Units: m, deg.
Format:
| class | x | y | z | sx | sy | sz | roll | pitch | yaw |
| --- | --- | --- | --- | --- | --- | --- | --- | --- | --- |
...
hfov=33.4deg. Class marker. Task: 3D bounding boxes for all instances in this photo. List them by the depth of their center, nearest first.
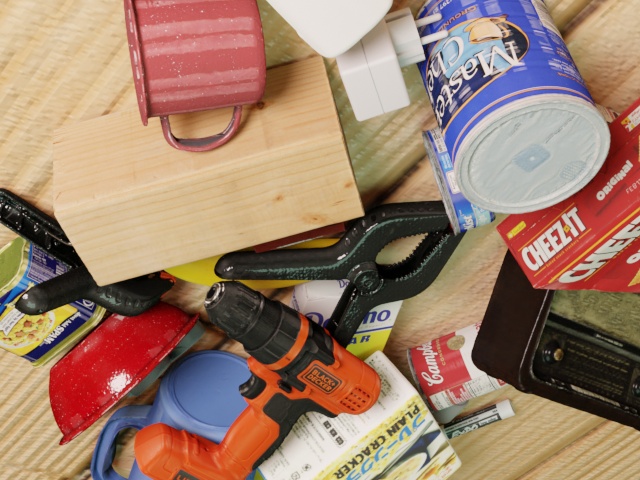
| class | x | y | z | sx | sy | sz | roll | pitch | yaw |
| --- | --- | --- | --- | --- | --- | --- | --- | --- | --- |
| marker | 0.158 | 0.207 | 1.190 | 0.121 | 0.020 | 0.020 | -24 | 138 | 14 |

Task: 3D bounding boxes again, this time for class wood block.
| class | x | y | z | sx | sy | sz | roll | pitch | yaw |
| --- | --- | --- | --- | --- | --- | --- | --- | --- | --- |
| wood block | -0.082 | -0.050 | 0.783 | 0.206 | 0.091 | 0.090 | -15 | 139 | 4 |

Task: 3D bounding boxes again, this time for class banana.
| class | x | y | z | sx | sy | sz | roll | pitch | yaw |
| --- | --- | --- | --- | --- | --- | --- | --- | --- | --- |
| banana | -0.067 | 0.012 | 0.899 | 0.197 | 0.037 | 0.070 | 11 | 134 | -25 |

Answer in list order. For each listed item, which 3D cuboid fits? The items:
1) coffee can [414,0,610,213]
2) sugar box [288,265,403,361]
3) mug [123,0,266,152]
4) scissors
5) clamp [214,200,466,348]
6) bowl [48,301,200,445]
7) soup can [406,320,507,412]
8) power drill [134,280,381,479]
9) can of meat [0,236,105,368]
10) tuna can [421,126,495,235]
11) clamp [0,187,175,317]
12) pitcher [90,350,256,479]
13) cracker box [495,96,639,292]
| class | x | y | z | sx | sy | sz | roll | pitch | yaw |
| --- | --- | --- | --- | --- | --- | --- | --- | --- | --- |
| coffee can | 0.126 | -0.103 | 0.734 | 0.102 | 0.140 | 0.103 | -7 | 139 | -6 |
| sugar box | 0.011 | 0.095 | 1.007 | 0.093 | 0.048 | 0.176 | 1 | 139 | -15 |
| mug | -0.081 | -0.115 | 0.704 | 0.081 | 0.093 | 0.117 | -9 | 112 | -11 |
| scissors | -0.180 | 0.141 | 0.993 | 0.016 | 0.096 | 0.202 | 47 | 117 | -3 |
| clamp | 0.035 | 0.036 | 0.904 | 0.210 | 0.036 | 0.164 | -25 | 125 | 1 |
| bowl | -0.179 | 0.100 | 0.915 | 0.162 | 0.162 | 0.055 | -39 | 97 | 28 |
| soup can | 0.145 | 0.120 | 1.051 | 0.102 | 0.068 | 0.068 | -23 | 138 | 12 |
| power drill | -0.068 | 0.133 | 0.887 | 0.184 | 0.057 | 0.188 | 37 | 109 | -29 |
| can of meat | -0.242 | 0.051 | 0.886 | 0.102 | 0.057 | 0.083 | -36 | 132 | 25 |
| tuna can | 0.108 | -0.050 | 0.833 | 0.034 | 0.086 | 0.086 | -18 | 139 | 5 |
| clamp | -0.181 | 0.027 | 0.832 | 0.171 | 0.120 | 0.039 | 22 | 126 | -39 |
| pitcher | -0.134 | 0.219 | 1.063 | 0.149 | 0.145 | 0.243 | -6 | 137 | -26 |
| cracker box | 0.273 | -0.028 | 0.865 | 0.213 | 0.072 | 0.164 | 3 | 140 | -45 |
